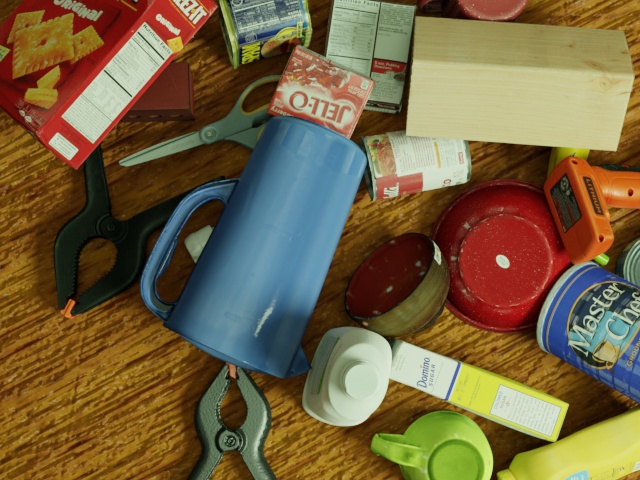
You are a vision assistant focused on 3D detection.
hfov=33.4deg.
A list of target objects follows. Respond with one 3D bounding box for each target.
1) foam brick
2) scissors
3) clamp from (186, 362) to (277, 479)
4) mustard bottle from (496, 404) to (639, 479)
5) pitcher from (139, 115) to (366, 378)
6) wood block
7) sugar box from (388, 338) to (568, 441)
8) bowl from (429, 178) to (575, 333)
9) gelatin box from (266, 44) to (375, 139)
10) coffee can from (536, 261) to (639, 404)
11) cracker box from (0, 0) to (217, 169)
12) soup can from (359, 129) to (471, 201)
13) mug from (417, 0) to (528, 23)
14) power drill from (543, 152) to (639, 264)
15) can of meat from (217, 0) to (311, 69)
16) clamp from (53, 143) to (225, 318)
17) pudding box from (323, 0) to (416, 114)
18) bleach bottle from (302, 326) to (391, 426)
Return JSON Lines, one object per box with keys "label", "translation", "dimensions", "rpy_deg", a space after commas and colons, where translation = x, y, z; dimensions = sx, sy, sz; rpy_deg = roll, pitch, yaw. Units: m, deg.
{"label": "foam brick", "translation": [-0.170, -0.152, 1.097], "dimensions": [0.078, 0.053, 0.051], "rpy_deg": [-2, 86, -2]}
{"label": "scissors", "translation": [-0.098, -0.097, 1.100], "dimensions": [0.201, 0.016, 0.096], "rpy_deg": [-36, 94, -13]}
{"label": "clamp", "translation": [-0.080, 0.209, 1.082], "dimensions": [0.120, 0.039, 0.171], "rpy_deg": [9, 86, -3]}
{"label": "mustard bottle", "translation": [0.253, 0.224, 1.065], "dimensions": [0.191, 0.096, 0.058], "rpy_deg": [-22, 62, -2]}
{"label": "pitcher", "translation": [-0.057, 0.001, 1.044], "dimensions": [0.145, 0.149, 0.243], "rpy_deg": [18, 82, 38]}
{"label": "wood block", "translation": [0.191, -0.155, 1.050], "dimensions": [0.206, 0.090, 0.091], "rpy_deg": [4, 131, 4]}
{"label": "sugar box", "translation": [0.149, 0.147, 1.067], "dimensions": [0.176, 0.093, 0.048], "rpy_deg": [23, 85, -1]}
{"label": "bowl", "translation": [0.187, 0.018, 1.079], "dimensions": [0.162, 0.055, 0.162], "rpy_deg": [1, 94, 10]}
{"label": "gelatin box", "translation": [0.001, -0.146, 1.078], "dimensions": [0.089, 0.030, 0.073], "rpy_deg": [24, 104, -3]}
{"label": "coffee can", "translation": [0.297, 0.094, 1.039], "dimensions": [0.140, 0.102, 0.103], "rpy_deg": [30, 84, 39]}
{"label": "cracker box", "translation": [-0.231, -0.199, 1.051], "dimensions": [0.213, 0.072, 0.164], "rpy_deg": [-50, 53, -3]}
{"label": "soup can", "translation": [0.096, -0.083, 1.094], "dimensions": [0.102, 0.068, 0.068], "rpy_deg": [-11, 87, -3]}
{"label": "mug", "translation": [0.158, -0.253, 1.100], "dimensions": [0.117, 0.081, 0.093], "rpy_deg": [-3, 86, -2]}
{"label": "power drill", "translation": [0.327, -0.021, 1.058], "dimensions": [0.187, 0.057, 0.184], "rpy_deg": [-3, 60, -23]}
{"label": "can of meat", "translation": [-0.056, -0.219, 1.082], "dimensions": [0.084, 0.102, 0.057], "rpy_deg": [-16, 86, -5]}
{"label": "clamp", "translation": [-0.202, -0.012, 1.095], "dimensions": [0.164, 0.036, 0.210], "rpy_deg": [20, 82, 0]}
{"label": "pudding box", "translation": [0.048, -0.195, 1.115], "dimensions": [0.090, 0.039, 0.113], "rpy_deg": [8, 84, 1]}
{"label": "bleach bottle", "translation": [0.026, 0.131, 0.985], "dimensions": [0.068, 0.251, 0.102], "rpy_deg": [16, 86, -1]}
